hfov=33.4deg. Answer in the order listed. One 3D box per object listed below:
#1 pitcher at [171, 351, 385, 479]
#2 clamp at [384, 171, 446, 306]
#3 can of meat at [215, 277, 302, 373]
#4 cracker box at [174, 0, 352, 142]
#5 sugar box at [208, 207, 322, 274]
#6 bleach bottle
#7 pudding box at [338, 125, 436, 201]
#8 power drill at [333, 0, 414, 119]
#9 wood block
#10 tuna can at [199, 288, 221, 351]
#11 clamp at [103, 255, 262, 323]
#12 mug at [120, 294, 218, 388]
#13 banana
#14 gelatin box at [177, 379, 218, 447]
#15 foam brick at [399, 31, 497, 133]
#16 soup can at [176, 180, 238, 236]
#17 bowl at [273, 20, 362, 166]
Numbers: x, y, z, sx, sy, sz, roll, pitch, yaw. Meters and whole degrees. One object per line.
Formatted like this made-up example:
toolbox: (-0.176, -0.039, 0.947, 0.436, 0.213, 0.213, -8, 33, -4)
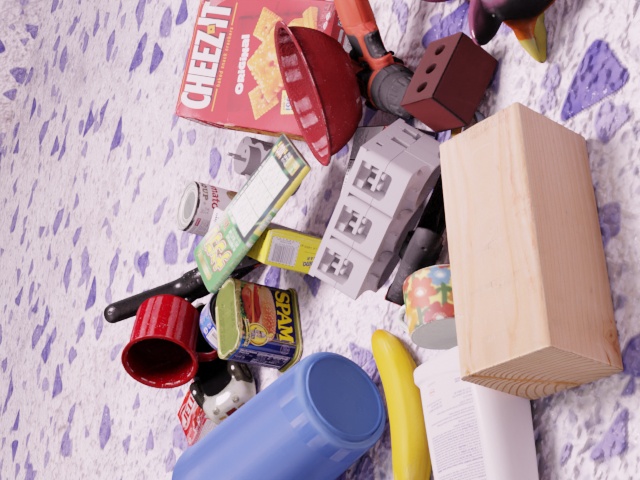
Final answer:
pitcher: (-0.040, 0.211, 1.109, 0.243, 0.144, 0.149, -45, 53, 38)
clamp: (0.098, -0.001, 0.996, 0.120, 0.039, 0.172, -57, -6, -32)
can of meat: (-0.074, 0.098, 1.249, 0.058, 0.083, 0.102, -46, 40, 43)
cracker box: (-0.065, -0.211, 1.296, 0.214, 0.072, 0.164, 13, 89, 33)
sugar box: (-0.058, 0.002, 1.255, 0.176, 0.093, 0.048, 15, 91, 63)
bleach bottle: (0.132, 0.213, 0.852, 0.103, 0.068, 0.251, -40, 47, 53)
pudding box: (0.068, -0.074, 1.119, 0.114, 0.039, 0.090, 9, 85, 64)
power drill: (0.048, -0.220, 1.095, 0.184, 0.057, 0.187, -134, 23, -66)
wood block: (0.162, 0.009, 0.845, 0.090, 0.090, 0.206, -29, 53, 42)
tuna can: (-0.103, 0.100, 1.299, 0.034, 0.086, 0.086, -52, 36, 40)
clamp: (-0.162, 0.059, 1.396, 0.210, 0.164, 0.036, -25, 81, 10)
mug: (-0.179, 0.121, 1.306, 0.081, 0.117, 0.093, -86, -1, -50)
banana: (0.074, 0.163, 1.001, 0.070, 0.037, 0.198, -40, 45, 46)
gelatin box: (-0.154, 0.217, 1.395, 0.089, 0.030, 0.073, -65, 31, 20)
foam brick: (0.123, -0.150, 1.017, 0.053, 0.051, 0.078, -7, 54, 59)
soup can: (-0.128, -0.034, 1.386, 0.069, 0.102, 0.068, -35, 48, 51)
bowl: (0.003, -0.164, 1.141, 0.162, 0.055, 0.162, 161, 90, -81)
